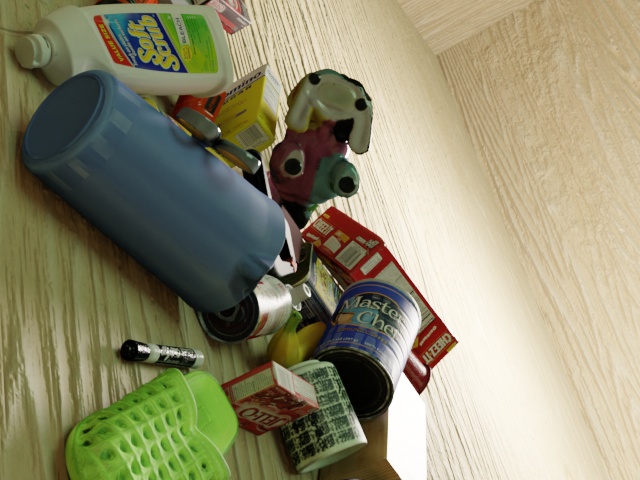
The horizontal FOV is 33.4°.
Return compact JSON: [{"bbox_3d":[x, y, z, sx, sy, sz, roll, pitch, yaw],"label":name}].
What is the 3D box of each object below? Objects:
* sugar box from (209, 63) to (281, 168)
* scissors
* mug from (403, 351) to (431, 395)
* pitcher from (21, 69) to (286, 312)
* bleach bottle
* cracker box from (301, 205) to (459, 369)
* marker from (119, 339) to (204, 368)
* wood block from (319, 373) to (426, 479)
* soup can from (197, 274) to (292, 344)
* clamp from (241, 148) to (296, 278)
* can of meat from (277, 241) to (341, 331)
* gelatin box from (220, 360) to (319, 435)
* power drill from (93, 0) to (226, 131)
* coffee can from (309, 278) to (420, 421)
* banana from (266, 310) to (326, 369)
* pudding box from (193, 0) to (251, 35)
[{"bbox_3d":[-0.100,-0.156,1.354,0.048,0.093,0.176,53,18,-28],"label":"sugar box"},{"bbox_3d":[-0.096,-0.088,1.019,0.096,0.016,0.202,36,-4,2],"label":"scissors"},{"bbox_3d":[0.090,0.171,1.404,0.081,0.093,0.117,51,-3,-19],"label":"mug"},{"bbox_3d":[-0.157,-0.048,0.984,0.242,0.149,0.145,42,41,-42],"label":"pitcher"},{"bbox_3d":[-0.197,-0.188,1.080,0.250,0.068,0.102,-17,94,-52],"label":"bleach bottle"},{"bbox_3d":[0.083,0.065,1.488,0.213,0.072,0.164,51,-7,-31],"label":"cracker box"},{"bbox_3d":[-0.141,0.102,0.954,0.121,0.020,0.020,23,42,-65],"label":"marker"},{"bbox_3d":[0.063,0.236,1.235,0.090,0.090,0.206,56,18,-20],"label":"wood block"},{"bbox_3d":[-0.077,0.070,1.113,0.068,0.069,0.102,65,16,8],"label":"soup can"},{"bbox_3d":[-0.062,-0.019,1.171,0.171,0.039,0.120,57,42,-64],"label":"clamp"},{"bbox_3d":[-0.016,0.064,1.325,0.084,0.057,0.102,57,17,-23],"label":"can of meat"},{"bbox_3d":[-0.053,0.156,1.039,0.089,0.073,0.030,41,28,-53],"label":"gelatin box"},{"bbox_3d":[-0.188,-0.201,1.210,0.187,0.057,0.184,56,28,-26],"label":"power drill"},{"bbox_3d":[0.051,0.123,1.225,0.103,0.103,0.140,57,31,-18],"label":"coffee can"},{"bbox_3d":[-0.026,0.118,1.191,0.037,0.069,0.197,45,0,9],"label":"banana"},{"bbox_3d":[-0.139,-0.334,1.384,0.090,0.039,0.113,28,37,-61],"label":"pudding box"}]
